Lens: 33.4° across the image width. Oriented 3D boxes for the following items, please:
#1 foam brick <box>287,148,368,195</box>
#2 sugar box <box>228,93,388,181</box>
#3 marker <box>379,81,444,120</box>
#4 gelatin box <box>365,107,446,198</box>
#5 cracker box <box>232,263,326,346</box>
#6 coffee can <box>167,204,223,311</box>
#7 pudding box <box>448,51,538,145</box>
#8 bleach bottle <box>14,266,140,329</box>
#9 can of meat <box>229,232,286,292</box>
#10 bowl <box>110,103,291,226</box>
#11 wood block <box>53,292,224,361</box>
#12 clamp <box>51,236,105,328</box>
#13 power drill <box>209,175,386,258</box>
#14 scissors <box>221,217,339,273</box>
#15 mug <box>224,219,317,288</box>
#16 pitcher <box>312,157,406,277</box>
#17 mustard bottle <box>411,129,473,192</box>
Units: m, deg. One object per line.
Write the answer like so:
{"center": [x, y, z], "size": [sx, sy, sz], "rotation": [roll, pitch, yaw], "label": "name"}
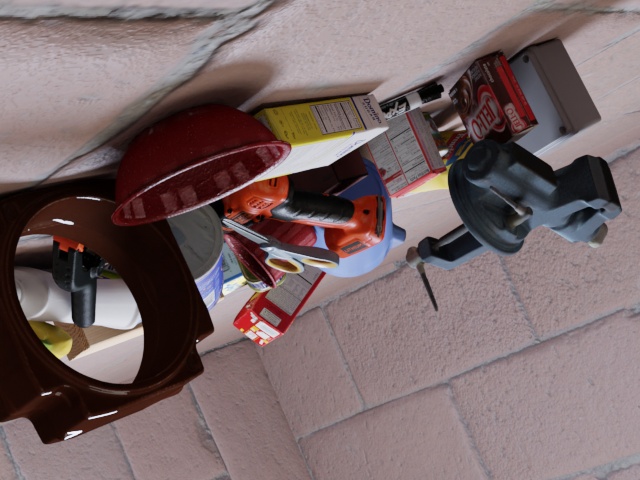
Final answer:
{"center": [0.006, -0.079, 1.232], "size": [0.051, 0.053, 0.078], "rotation": [-18, 172, -43], "label": "foam brick"}
{"center": [-0.021, -0.097, 1.025], "size": [0.094, 0.048, 0.175], "rotation": [-29, 175, 37], "label": "sugar box"}
{"center": [0.076, -0.139, 1.138], "size": [0.121, 0.020, 0.020], "rotation": [-24, 174, -3], "label": "marker"}
{"center": [0.093, -0.101, 1.195], "size": [0.030, 0.089, 0.073], "rotation": [-17, 171, -43], "label": "gelatin box"}
{"center": [-0.042, 0.056, 1.682], "size": [0.213, 0.072, 0.164], "rotation": [-55, -176, -18], "label": "cracker box"}
{"center": [-0.154, 0.021, 1.141], "size": [0.102, 0.103, 0.140], "rotation": [-22, 163, -12], "label": "coffee can"}
{"center": [0.188, -0.146, 1.175], "size": [0.039, 0.090, 0.113], "rotation": [-23, 174, -10], "label": "pudding box"}
{"center": [-0.285, 0.062, 1.176], "size": [0.103, 0.068, 0.250], "rotation": [12, 179, 12], "label": "bleach bottle"}
{"center": [-0.089, 0.014, 1.437], "size": [0.057, 0.102, 0.084], "rotation": [-23, 171, -1], "label": "can of meat"}
{"center": [-0.108, -0.069, 0.889], "size": [0.162, 0.055, 0.162], "rotation": [-23, 174, -3], "label": "bowl"}
{"center": [-0.248, 0.079, 1.432], "size": [0.205, 0.091, 0.090], "rotation": [-20, 173, -35], "label": "wood block"}
{"center": [-0.237, 0.029, 1.074], "size": [0.039, 0.120, 0.171], "rotation": [15, 175, 9], "label": "clamp"}
{"center": [-0.036, -0.026, 1.186], "size": [0.187, 0.057, 0.185], "rotation": [11, 162, -28], "label": "power drill"}
{"center": [-0.036, 0.006, 1.167], "size": [0.096, 0.016, 0.201], "rotation": [1, 165, 11], "label": "scissors"}
{"center": [-0.059, 0.002, 1.315], "size": [0.081, 0.093, 0.117], "rotation": [-44, 166, -13], "label": "mug"}
{"center": [0.024, -0.034, 1.403], "size": [0.149, 0.145, 0.243], "rotation": [-35, 171, -5], "label": "pitcher"}
{"center": [0.179, -0.103, 1.343], "size": [0.096, 0.058, 0.192], "rotation": [-44, -157, -25], "label": "mustard bottle"}
